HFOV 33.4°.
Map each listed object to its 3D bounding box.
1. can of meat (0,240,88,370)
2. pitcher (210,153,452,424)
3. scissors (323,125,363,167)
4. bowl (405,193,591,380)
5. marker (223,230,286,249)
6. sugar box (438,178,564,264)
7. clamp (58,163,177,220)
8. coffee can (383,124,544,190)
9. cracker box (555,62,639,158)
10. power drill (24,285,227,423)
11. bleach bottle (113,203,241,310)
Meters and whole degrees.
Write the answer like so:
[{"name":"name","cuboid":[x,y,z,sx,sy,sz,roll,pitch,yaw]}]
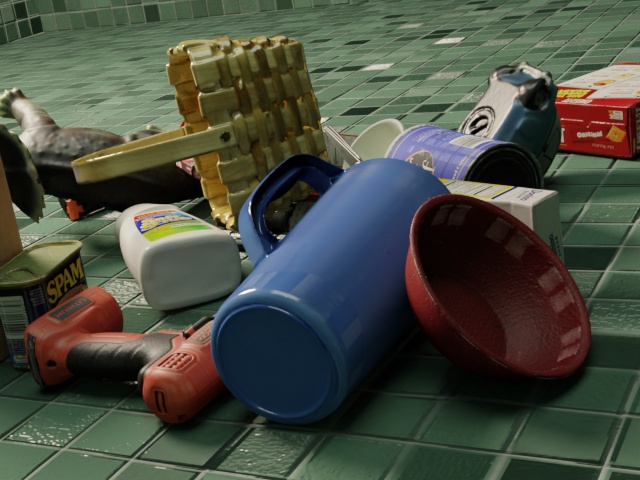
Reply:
[{"name":"can of meat","cuboid":[-0.243,0.057,0.944,0.057,0.084,0.102,-4,19,14]},{"name":"pitcher","cuboid":[0.008,0.029,0.829,0.149,0.145,0.242,4,25,25]},{"name":"scissors","cuboid":[0.056,-0.080,1.104,0.016,0.096,0.202,6,47,-33]},{"name":"bowl","cuboid":[0.118,0.044,0.782,0.161,0.162,0.055,-32,-13,-50]},{"name":"marker","cuboid":[-0.057,0.001,1.125,0.121,0.020,0.020,4,22,33]},{"name":"sugar box","cuboid":[0.129,-0.004,0.940,0.177,0.093,0.048,10,26,42]},{"name":"clamp","cuboid":[-0.284,-0.079,1.438,0.164,0.036,0.210,-7,20,7]},{"name":"coffee can","cuboid":[0.141,-0.058,1.079,0.102,0.103,0.140,-18,21,-25]},{"name":"cracker box","cuboid":[0.384,-0.168,1.345,0.213,0.072,0.164,-23,23,-35]},{"name":"power drill","cuboid":[-0.130,0.078,0.871,0.188,0.057,0.184,2,21,30]},{"name":"bleach bottle","cuboid":[-0.167,0.004,1.102,0.102,0.068,0.251,-11,16,-22]}]
